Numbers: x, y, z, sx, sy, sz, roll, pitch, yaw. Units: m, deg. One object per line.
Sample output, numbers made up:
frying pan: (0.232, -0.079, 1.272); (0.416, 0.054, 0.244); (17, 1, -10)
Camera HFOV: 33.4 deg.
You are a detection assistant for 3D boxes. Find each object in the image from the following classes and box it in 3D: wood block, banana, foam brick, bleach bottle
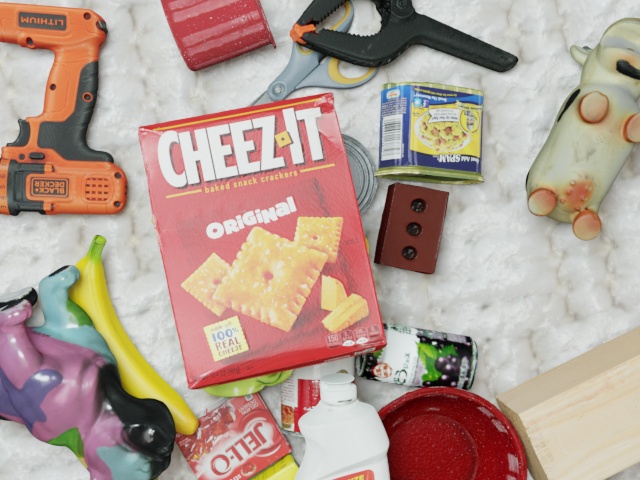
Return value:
wood block: (0.279, 0.146, 0.980); (0.206, 0.091, 0.090); (-25, 93, -3)
banana: (-0.180, 0.095, 0.965); (0.037, 0.070, 0.198); (-32, 97, -46)
foam brick: (0.083, -0.011, 0.984); (0.053, 0.051, 0.078); (10, 90, -4)
bleach bottle: (0.011, 0.239, 0.924); (0.102, 0.068, 0.251); (-3, 101, -1)

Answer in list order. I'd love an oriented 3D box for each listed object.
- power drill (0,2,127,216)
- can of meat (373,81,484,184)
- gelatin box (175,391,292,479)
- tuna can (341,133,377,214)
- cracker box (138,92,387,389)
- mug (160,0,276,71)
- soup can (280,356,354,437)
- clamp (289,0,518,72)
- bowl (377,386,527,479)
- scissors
power drill: (-0.264, -0.115, 0.958); (0.184, 0.057, 0.188); (2, 94, -7)
can of meat: (0.100, -0.097, 0.968); (0.101, 0.058, 0.084); (3, 88, -31)
gelatin box: (-0.082, 0.185, 0.987); (0.089, 0.030, 0.073); (-31, 93, -2)
tuna can: (0.008, -0.056, 0.987); (0.086, 0.034, 0.086); (0, 91, -4)
cracker box: (-0.048, 0.001, 0.867); (0.164, 0.072, 0.214); (-11, 85, -7)
mug: (-0.096, -0.211, 0.957); (0.081, 0.093, 0.117); (-20, 61, 1)
soup can: (-0.002, 0.123, 0.972); (0.068, 0.068, 0.102); (1, 91, -4)
clamp: (0.072, -0.224, 0.978); (0.209, 0.036, 0.164); (-10, 89, -13)
bowl: (0.106, 0.210, 0.985); (0.162, 0.055, 0.162); (0, 93, -2)
scissors: (-0.019, -0.134, 0.993); (0.096, 0.016, 0.202); (33, 89, -4)
